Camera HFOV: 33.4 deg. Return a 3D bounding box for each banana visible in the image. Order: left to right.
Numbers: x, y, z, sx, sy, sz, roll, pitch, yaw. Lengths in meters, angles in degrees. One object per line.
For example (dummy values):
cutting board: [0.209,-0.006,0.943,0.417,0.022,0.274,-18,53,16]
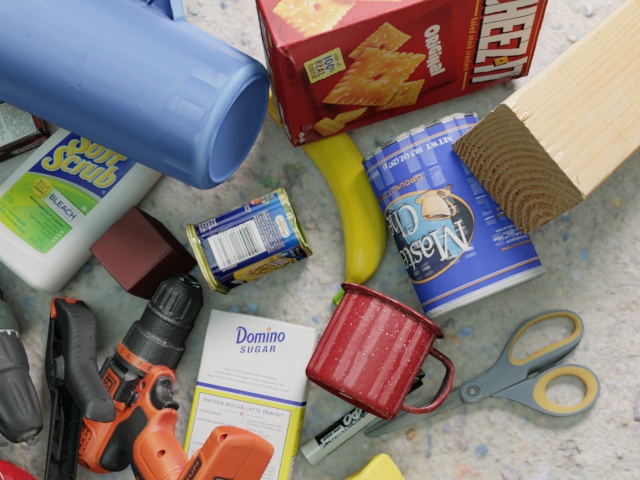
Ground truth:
banana: [0.011,-0.046,0.902,0.069,0.037,0.198,-19,83,3]

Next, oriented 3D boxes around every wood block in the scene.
wood block: [0.212,-0.108,0.815,0.205,0.090,0.091,-39,89,-25]

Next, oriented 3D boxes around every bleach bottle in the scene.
bleach bottle: [-0.184,-0.077,0.914,0.102,0.068,0.251,40,87,10]

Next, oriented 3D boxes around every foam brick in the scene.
foam brick: [-0.147,0.013,0.890,0.053,0.078,0.051,-43,76,0]

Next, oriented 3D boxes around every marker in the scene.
marker: [0.037,0.145,0.891,0.121,0.020,0.020,-36,82,1]

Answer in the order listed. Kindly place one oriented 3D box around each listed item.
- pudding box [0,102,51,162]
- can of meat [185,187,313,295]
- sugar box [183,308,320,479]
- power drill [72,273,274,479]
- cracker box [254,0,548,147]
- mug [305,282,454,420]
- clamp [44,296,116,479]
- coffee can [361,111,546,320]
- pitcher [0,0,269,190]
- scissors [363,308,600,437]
pudding box: [-0.306,-0.111,0.941,0.113,0.039,0.090,-22,82,2]
can of meat: [-0.056,0.001,0.873,0.084,0.102,0.057,-23,83,1]
sugar box: [-0.062,0.151,0.888,0.093,0.048,0.176,11,82,7]
power drill: [-0.113,0.137,0.840,0.188,0.057,0.184,37,102,49]
cracker box: [0.063,-0.161,0.826,0.213,0.164,0.072,-17,69,-4]
mug: [0.050,0.096,0.854,0.117,0.093,0.081,29,79,-3]
clamp: [-0.205,0.122,0.874,0.039,0.171,0.120,18,119,-29]
coffee can: [0.106,-0.018,0.857,0.103,0.103,0.140,-23,83,3]
pitcher: [-0.162,-0.146,0.828,0.243,0.149,0.145,27,65,13]
scissors: [0.144,0.136,0.883,0.202,0.016,0.096,-38,82,2]
